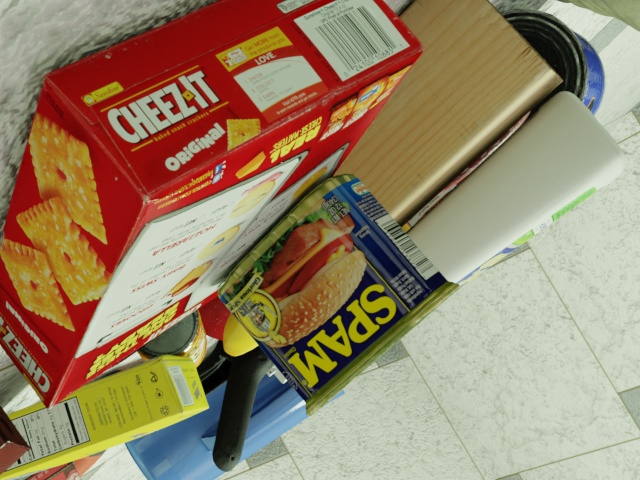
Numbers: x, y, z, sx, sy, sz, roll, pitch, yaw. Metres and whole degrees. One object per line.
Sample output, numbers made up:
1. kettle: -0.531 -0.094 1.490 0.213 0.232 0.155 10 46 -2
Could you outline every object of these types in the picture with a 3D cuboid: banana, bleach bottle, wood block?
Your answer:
1. banana: -0.056 0.030 0.759 0.069 0.037 0.198 -8 150 6
2. bleach bottle: 0.085 0.005 0.722 0.251 0.068 0.102 -40 172 8
3. wood block: 0.046 -0.068 0.694 0.206 0.091 0.090 -43 172 16

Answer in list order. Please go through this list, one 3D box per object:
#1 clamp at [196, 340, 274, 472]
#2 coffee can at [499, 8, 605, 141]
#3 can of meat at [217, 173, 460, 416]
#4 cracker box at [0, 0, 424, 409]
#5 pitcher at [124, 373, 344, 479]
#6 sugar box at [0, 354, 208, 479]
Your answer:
1. clamp: -0.071 0.116 0.992 0.210 0.036 0.165 -51 -148 -12
2. coffee can: 0.174 -0.131 0.873 0.103 0.103 0.140 -43 170 19
3. can of meat: 0.007 0.027 0.557 0.102 0.084 0.057 -44 172 25
4. cracker box: -0.067 -0.024 0.512 0.163 0.072 0.214 -34 169 -35
5. pitcher: -0.100 0.192 1.223 0.242 0.145 0.149 -36 150 -6
6. sugar box: -0.171 0.128 0.729 0.176 0.048 0.093 -23 171 3
